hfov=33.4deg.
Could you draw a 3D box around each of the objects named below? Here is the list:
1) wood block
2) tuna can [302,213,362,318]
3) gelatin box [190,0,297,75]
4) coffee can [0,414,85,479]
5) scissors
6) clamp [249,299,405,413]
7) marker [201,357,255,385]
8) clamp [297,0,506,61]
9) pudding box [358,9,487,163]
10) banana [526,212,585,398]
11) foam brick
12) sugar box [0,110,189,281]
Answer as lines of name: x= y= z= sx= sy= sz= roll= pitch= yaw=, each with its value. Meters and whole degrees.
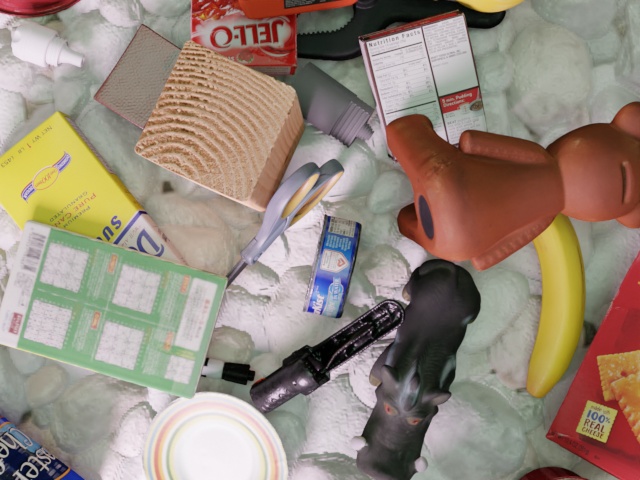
wood block: x=-0.071 y=-0.082 z=0.849 sx=0.090 sy=0.206 sz=0.091 roll=25 pitch=90 yaw=1
tuna can: x=0.010 y=0.023 z=0.906 sx=0.033 sy=0.086 sz=0.086 roll=13 pitch=89 yaw=-1
gelatin box: x=-0.064 y=-0.178 z=0.898 sx=0.089 sy=0.030 sz=0.073 roll=0 pitch=84 yaw=-3
coffee can: x=-0.274 y=0.209 z=0.901 sx=0.140 sy=0.103 sz=0.103 roll=37 pitch=90 yaw=2
scissors: x=-0.056 y=0.001 z=0.908 sx=0.201 sy=0.096 sz=0.016 roll=-45 pitch=77 yaw=-3
clamp: x=-0.015 y=0.108 z=0.870 sx=0.172 sy=0.120 sz=0.039 roll=-40 pitch=77 yaw=43
marker: x=-0.117 y=0.109 z=0.940 sx=0.121 sy=0.020 sz=0.020 roll=11 pitch=89 yaw=1
clamp: x=0.047 y=-0.212 z=0.933 sx=0.210 sy=0.036 sz=0.164 roll=-36 pitch=90 yaw=-1
pudding box: x=0.090 y=-0.132 z=0.916 sx=0.090 sy=0.039 sz=0.113 roll=-15 pitch=105 yaw=2
banana: x=0.197 y=0.035 z=0.928 sx=0.070 sy=0.037 sz=0.198 roll=-13 pitch=86 yaw=28
foam brick: x=-0.151 y=-0.139 z=0.929 sx=0.053 sy=0.051 sz=0.078 roll=34 pitch=90 yaw=1
sugar box: x=-0.205 y=-0.016 z=0.931 sx=0.093 sy=0.048 sz=0.176 roll=-40 pitch=87 yaw=0
